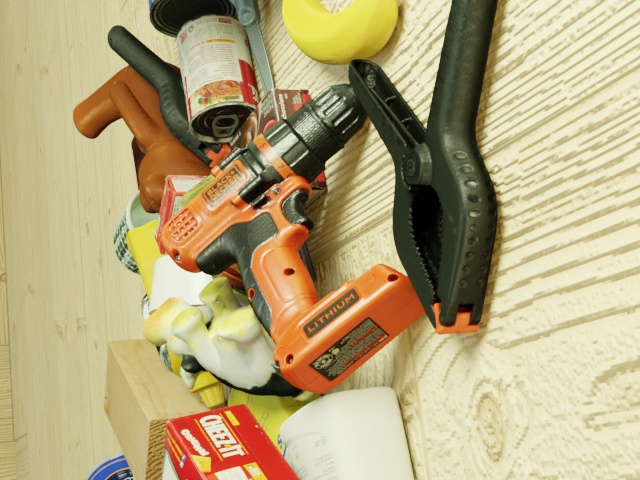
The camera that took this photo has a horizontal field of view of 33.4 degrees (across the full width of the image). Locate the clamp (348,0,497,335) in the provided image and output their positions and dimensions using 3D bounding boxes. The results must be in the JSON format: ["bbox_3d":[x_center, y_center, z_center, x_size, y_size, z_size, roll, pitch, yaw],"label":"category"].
[{"bbox_3d":[0.065,-0.047,0.656,0.165,0.036,0.210,164,103,-66],"label":"clamp"}]

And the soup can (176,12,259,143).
[{"bbox_3d":[-0.095,-0.151,0.991,0.069,0.068,0.102,127,136,-56],"label":"soup can"}]

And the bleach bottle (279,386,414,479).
[{"bbox_3d":[0.037,0.231,0.708,0.103,0.068,0.251,132,130,-58],"label":"bleach bottle"}]

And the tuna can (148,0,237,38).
[{"bbox_3d":[-0.124,-0.232,1.033,0.086,0.086,0.034,132,133,-59],"label":"tuna can"}]

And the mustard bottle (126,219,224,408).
[{"bbox_3d":[-0.137,0.077,1.078,0.096,0.058,0.191,49,-160,-79],"label":"mustard bottle"}]

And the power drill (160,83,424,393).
[{"bbox_3d":[-0.007,-0.003,0.737,0.184,0.057,0.188,-42,51,7],"label":"power drill"}]

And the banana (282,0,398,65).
[{"bbox_3d":[0.013,-0.162,0.783,0.198,0.037,0.069,13,85,65],"label":"banana"}]

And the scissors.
[{"bbox_3d":[-0.081,-0.207,0.966,0.096,0.016,0.202,-2,88,28],"label":"scissors"}]

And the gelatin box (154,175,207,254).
[{"bbox_3d":[-0.105,-0.024,0.993,0.030,0.089,0.073,-115,32,-44],"label":"gelatin box"}]

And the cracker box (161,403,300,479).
[{"bbox_3d":[-0.055,0.249,0.746,0.164,0.072,0.214,44,134,49],"label":"cracker box"}]

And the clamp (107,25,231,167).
[{"bbox_3d":[-0.138,-0.147,1.039,0.039,0.120,0.171,-56,46,42],"label":"clamp"}]

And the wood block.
[{"bbox_3d":[-0.169,0.186,1.156,0.206,0.090,0.091,-142,54,-62],"label":"wood block"}]

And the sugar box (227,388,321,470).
[{"bbox_3d":[-0.026,0.164,0.871,0.176,0.048,0.093,-117,35,-48],"label":"sugar box"}]

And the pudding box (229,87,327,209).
[{"bbox_3d":[-0.038,-0.064,0.896,0.114,0.039,0.090,138,126,-62],"label":"pudding box"}]
